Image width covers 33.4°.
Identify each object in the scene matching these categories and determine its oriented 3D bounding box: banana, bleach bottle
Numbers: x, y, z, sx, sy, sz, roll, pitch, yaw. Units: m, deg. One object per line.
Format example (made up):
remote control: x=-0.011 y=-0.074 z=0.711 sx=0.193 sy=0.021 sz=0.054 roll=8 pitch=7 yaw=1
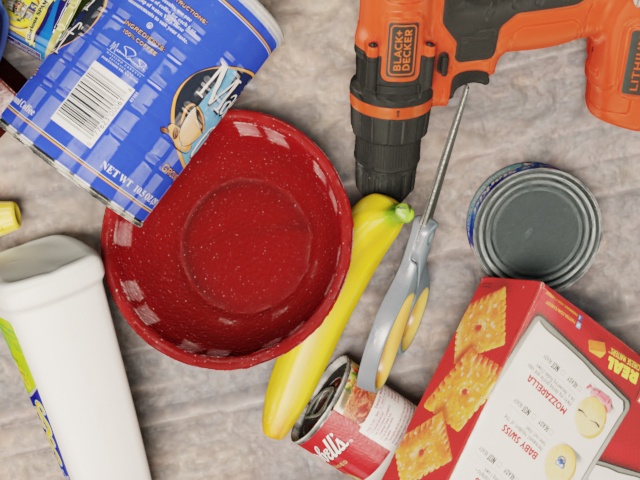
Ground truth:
banana: x=0.006 y=0.041 z=0.698 sx=0.037 sy=0.069 sz=0.198 roll=26 pitch=117 yaw=-1
bleach bottle: x=-0.147 y=0.126 z=0.692 sx=0.068 sy=0.103 sz=0.251 roll=-21 pitch=109 yaw=-22

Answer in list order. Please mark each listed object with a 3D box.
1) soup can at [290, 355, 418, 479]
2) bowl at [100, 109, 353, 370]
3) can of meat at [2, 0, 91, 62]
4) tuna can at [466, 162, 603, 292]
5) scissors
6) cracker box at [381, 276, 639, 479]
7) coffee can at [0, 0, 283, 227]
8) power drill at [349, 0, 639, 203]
soup can: x=0.040 y=0.133 z=0.721 sx=0.102 sy=0.068 sz=0.068 roll=34 pitch=100 yaw=-9
bowl: x=-0.054 y=0.001 z=0.679 sx=0.162 sy=0.055 sz=0.162 roll=-1 pitch=85 yaw=11
can of meat: x=-0.171 y=-0.166 z=0.643 sx=0.084 sy=0.057 sz=0.102 roll=30 pitch=100 yaw=1
tuna can: x=0.141 y=-0.009 z=0.710 sx=0.086 sy=0.034 sz=0.086 roll=0 pitch=103 yaw=-2
scissors: x=0.067 y=0.002 z=0.684 sx=0.016 sy=0.096 sz=0.202 roll=22 pitch=98 yaw=16
cracker box: x=0.130 y=0.154 z=0.678 sx=0.164 sy=0.072 sz=0.213 roll=34 pitch=77 yaw=-24
coffee can: x=-0.103 y=-0.094 z=0.618 sx=0.102 sy=0.103 sz=0.140 roll=37 pitch=87 yaw=-10
power drill: x=0.111 y=-0.104 z=0.663 sx=0.187 sy=0.057 sz=0.184 roll=-3 pitch=124 yaw=-7
